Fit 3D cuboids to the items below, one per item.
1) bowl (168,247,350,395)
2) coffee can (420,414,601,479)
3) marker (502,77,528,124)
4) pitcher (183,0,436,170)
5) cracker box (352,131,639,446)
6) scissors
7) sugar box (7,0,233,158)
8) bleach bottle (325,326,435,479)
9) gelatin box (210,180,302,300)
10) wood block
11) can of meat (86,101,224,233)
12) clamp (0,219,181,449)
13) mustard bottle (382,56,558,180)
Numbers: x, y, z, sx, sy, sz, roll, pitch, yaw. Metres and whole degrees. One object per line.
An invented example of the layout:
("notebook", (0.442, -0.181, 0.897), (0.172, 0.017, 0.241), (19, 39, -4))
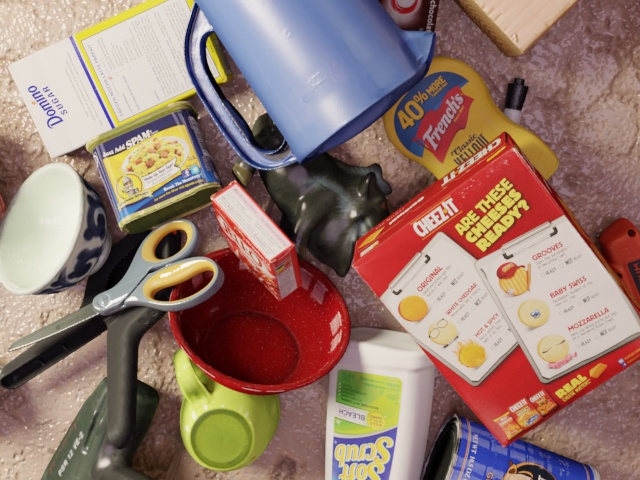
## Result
("bowl", (-0.057, 0.081, 0.951), (0.162, 0.162, 0.055), (14, 136, -2))
("coffee can", (0.170, 0.231, 0.977), (0.140, 0.103, 0.103), (21, 98, -3))
("marker", (0.168, -0.087, 0.972), (0.020, 0.020, 0.121), (11, 98, -2))
("pitcher", (-0.038, -0.186, 0.867), (0.149, 0.145, 0.243), (-36, 89, -27))
("cracker box", (0.155, 0.042, 0.897), (0.164, 0.072, 0.213), (-37, 103, 14))
("scissors", (-0.181, 0.037, 0.936), (0.202, 0.016, 0.096), (-12, 58, 12))
("sugar box", (-0.176, -0.150, 0.950), (0.176, 0.048, 0.093), (-23, 98, 7))
("bleach bottle", (0.054, 0.211, 0.985), (0.103, 0.068, 0.251), (8, 101, 29))
("gelatin box", (-0.056, 0.001, 0.933), (0.030, 0.073, 0.089), (-37, 64, -16))
("wood block", (0.212, -0.261, 0.910), (0.206, 0.090, 0.091), (-43, 95, 6))
("can of meat", (-0.144, -0.062, 0.943), (0.102, 0.057, 0.084), (-23, 77, 3))
("clamp", (-0.194, 0.069, 0.959), (0.165, 0.036, 0.210), (11, 69, 31))
("mustard bottle", (0.113, -0.104, 0.941), (0.096, 0.058, 0.191), (-44, 85, 16))
